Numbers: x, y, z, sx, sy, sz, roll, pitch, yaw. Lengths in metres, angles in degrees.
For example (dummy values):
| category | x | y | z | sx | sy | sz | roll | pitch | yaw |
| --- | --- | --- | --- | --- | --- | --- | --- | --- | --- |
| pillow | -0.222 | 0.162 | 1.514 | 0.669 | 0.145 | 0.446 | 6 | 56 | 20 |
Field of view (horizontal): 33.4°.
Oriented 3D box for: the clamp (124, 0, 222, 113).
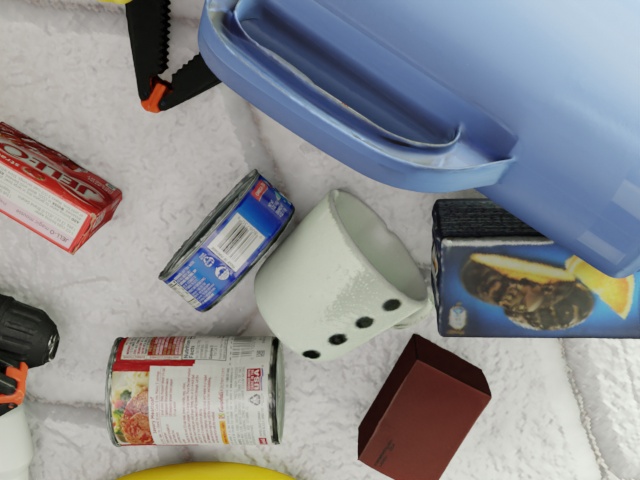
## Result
| category | x | y | z | sx | sy | sz | roll | pitch | yaw |
| --- | --- | --- | --- | --- | --- | --- | --- | --- | --- |
| clamp | -0.059 | -0.173 | 0.603 | 0.164 | 0.036 | 0.210 | 34 | 100 | -4 |

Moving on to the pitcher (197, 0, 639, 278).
| category | x | y | z | sx | sy | sz | roll | pitch | yaw |
| --- | --- | --- | --- | --- | --- | --- | --- | --- | --- |
| pitcher | 0.071 | -0.086 | 0.500 | 0.243 | 0.145 | 0.149 | 38 | 100 | 9 |

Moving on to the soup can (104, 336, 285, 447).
| category | x | y | z | sx | sy | sz | roll | pitch | yaw |
| --- | --- | --- | --- | --- | --- | --- | --- | --- | --- |
| soup can | -0.075 | 0.093 | 0.659 | 0.102 | 0.068 | 0.068 | -1 | 105 | 3 |

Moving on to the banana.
| category | x | y | z | sx | sy | sz | roll | pitch | yaw |
| --- | --- | --- | --- | --- | --- | --- | --- | --- | --- |
| banana | -0.078 | 0.176 | 0.696 | 0.198 | 0.037 | 0.070 | 3 | 104 | 2 |

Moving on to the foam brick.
| category | x | y | z | sx | sy | sz | roll | pitch | yaw |
| --- | --- | --- | --- | --- | --- | --- | --- | --- | --- |
| foam brick | 0.063 | 0.107 | 0.663 | 0.053 | 0.051 | 0.078 | 29 | 104 | -4 |

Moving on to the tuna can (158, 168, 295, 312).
| category | x | y | z | sx | sy | sz | roll | pitch | yaw |
| --- | --- | --- | --- | --- | --- | --- | --- | --- | --- |
| tuna can | -0.054 | 0.001 | 0.624 | 0.033 | 0.086 | 0.086 | 42 | 103 | -9 |

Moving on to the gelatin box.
| category | x | y | z | sx | sy | sz | roll | pitch | yaw |
| --- | --- | --- | --- | --- | --- | --- | --- | --- | --- |
| gelatin box | -0.166 | -0.033 | 0.627 | 0.089 | 0.073 | 0.030 | 30 | 102 | -5 |
